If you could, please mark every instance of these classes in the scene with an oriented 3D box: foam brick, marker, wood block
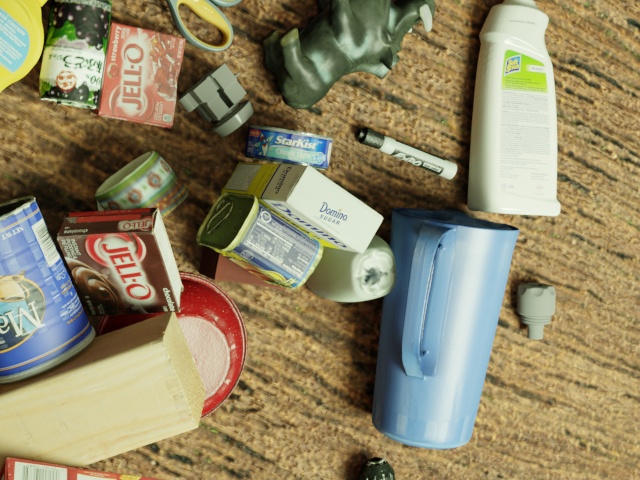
[{"bbox_3d":[-0.074,0.017,1.073,0.078,0.051,0.053,10,91,-23],"label":"foam brick"},{"bbox_3d":[0.092,-0.094,1.144,0.121,0.020,0.020,20,89,-23],"label":"marker"},{"bbox_3d":[-0.218,0.148,0.971,0.206,0.091,0.090,-19,103,4],"label":"wood block"}]

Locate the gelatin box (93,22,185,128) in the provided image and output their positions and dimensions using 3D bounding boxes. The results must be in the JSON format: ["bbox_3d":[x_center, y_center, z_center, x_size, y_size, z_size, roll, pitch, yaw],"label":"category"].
[{"bbox_3d":[-0.173,-0.157,1.023,0.073,0.030,0.089,8,93,-23],"label":"gelatin box"}]

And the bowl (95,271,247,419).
[{"bbox_3d":[-0.141,0.114,1.055,0.161,0.055,0.162,-3,97,-22],"label":"bowl"}]

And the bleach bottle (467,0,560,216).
[{"bbox_3d":[0.217,-0.154,1.166,0.102,0.068,0.251,2,93,-23],"label":"bleach bottle"}]

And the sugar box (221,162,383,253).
[{"bbox_3d":[-0.022,-0.033,1.019,0.093,0.176,0.048,34,83,-22],"label":"sugar box"}]

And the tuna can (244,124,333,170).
[{"bbox_3d":[-0.032,-0.092,1.058,0.086,0.086,0.034,7,95,-23],"label":"tuna can"}]

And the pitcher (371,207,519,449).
[{"bbox_3d":[0.119,0.090,1.114,0.149,0.145,0.243,5,97,-25],"label":"pitcher"}]

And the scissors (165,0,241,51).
[{"bbox_3d":[-0.146,-0.266,1.016,0.201,0.016,0.096,46,73,-28],"label":"scissors"}]

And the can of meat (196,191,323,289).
[{"bbox_3d":[-0.057,0.001,0.995,0.083,0.102,0.057,33,81,-24],"label":"can of meat"}]

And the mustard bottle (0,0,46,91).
[{"bbox_3d":[-0.305,-0.175,0.952,0.096,0.058,0.191,40,81,-17],"label":"mustard bottle"}]

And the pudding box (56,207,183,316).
[{"bbox_3d":[-0.183,0.021,0.991,0.090,0.039,0.113,-3,138,8],"label":"pudding box"}]

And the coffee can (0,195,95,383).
[{"bbox_3d":[-0.278,0.043,0.965,0.102,0.103,0.140,-25,105,-18],"label":"coffee can"}]
